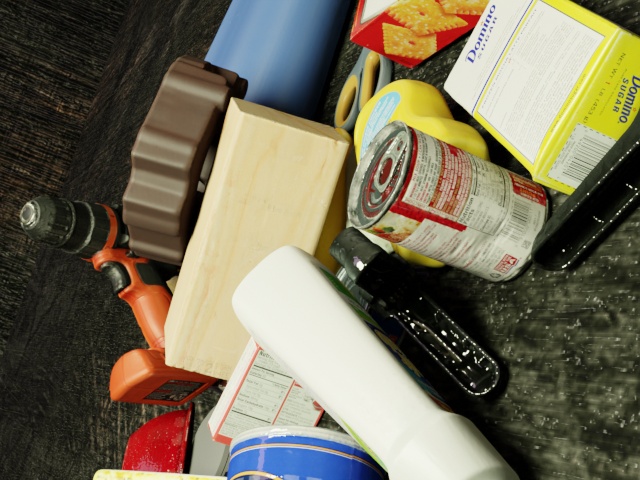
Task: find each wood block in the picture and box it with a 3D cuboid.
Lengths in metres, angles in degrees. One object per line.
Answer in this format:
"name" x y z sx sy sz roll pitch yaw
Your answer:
"wood block" -0.055 0.001 0.856 0.091 0.090 0.206 -118 45 -73

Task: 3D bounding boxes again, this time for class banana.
"banana" 0.007 -0.020 0.904 0.070 0.037 0.197 -31 42 58

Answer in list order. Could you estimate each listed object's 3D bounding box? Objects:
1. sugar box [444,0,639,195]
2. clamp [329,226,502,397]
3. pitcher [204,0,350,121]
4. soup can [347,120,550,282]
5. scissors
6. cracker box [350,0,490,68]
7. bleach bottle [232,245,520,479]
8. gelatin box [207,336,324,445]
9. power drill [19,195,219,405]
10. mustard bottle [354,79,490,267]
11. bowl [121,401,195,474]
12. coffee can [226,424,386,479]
"sugar box" 0.137 -0.100 0.648 0.093 0.048 0.176 -62 18 18
"clamp" 0.052 0.037 0.663 0.039 0.120 0.171 -39 9 2
"pitcher" -0.057 -0.186 1.095 0.145 0.149 0.243 57 -128 -71
"soup can" 0.077 -0.022 0.637 0.069 0.102 0.068 -52 26 39
"scissors" 0.042 -0.181 1.000 0.096 0.016 0.201 -49 28 43
"cracker box" 0.114 -0.246 0.807 0.214 0.072 0.164 -24 49 61
"bleach bottle" 0.040 0.097 0.615 0.068 0.102 0.251 -45 40 -2
"gelatin box" -0.035 0.121 0.821 0.089 0.073 0.030 -64 21 12
"power drill" -0.171 0.050 0.941 0.057 0.184 0.188 -36 62 25
"mustard bottle" 0.063 -0.063 0.771 0.192 0.058 0.096 -113 35 -62
"bowl" -0.149 0.223 0.958 0.162 0.055 0.162 -174 91 -87
"coffee can" -0.016 0.198 0.657 0.103 0.102 0.140 -41 34 51
